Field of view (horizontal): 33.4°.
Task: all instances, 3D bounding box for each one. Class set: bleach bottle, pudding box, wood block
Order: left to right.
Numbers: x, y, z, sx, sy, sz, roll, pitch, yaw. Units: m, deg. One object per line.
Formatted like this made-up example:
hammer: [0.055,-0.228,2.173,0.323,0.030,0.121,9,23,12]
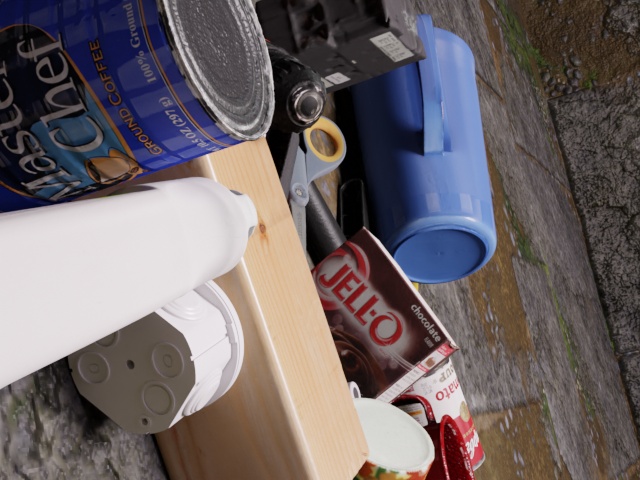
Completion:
bleach bottle: [-0.101,0.012,0.432,0.250,0.103,0.068,-21,101,-56]
wood block: [-0.053,0.052,0.615,0.090,0.090,0.206,-33,106,-68]
pudding box: [0.032,0.061,0.777,0.113,0.090,0.039,53,9,25]

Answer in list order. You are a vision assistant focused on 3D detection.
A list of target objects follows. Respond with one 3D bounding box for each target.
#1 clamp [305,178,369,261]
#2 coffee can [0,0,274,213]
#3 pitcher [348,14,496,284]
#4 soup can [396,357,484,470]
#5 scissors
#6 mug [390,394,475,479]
clamp: [0.031,0.029,0.929,0.164,0.036,0.210,-12,82,-69]
coffee can: [-0.106,-0.075,0.495,0.102,0.140,0.103,51,30,-46]
pitcher: [0.100,-0.089,1.036,0.149,0.145,0.243,29,43,-37]
soup can: [0.101,0.160,0.970,0.102,0.069,0.068,70,20,-8]
scissors: [-0.006,-0.038,0.835,0.096,0.016,0.202,8,53,-37]
mug: [0.071,0.180,0.847,0.093,0.082,0.117,34,43,-65]
